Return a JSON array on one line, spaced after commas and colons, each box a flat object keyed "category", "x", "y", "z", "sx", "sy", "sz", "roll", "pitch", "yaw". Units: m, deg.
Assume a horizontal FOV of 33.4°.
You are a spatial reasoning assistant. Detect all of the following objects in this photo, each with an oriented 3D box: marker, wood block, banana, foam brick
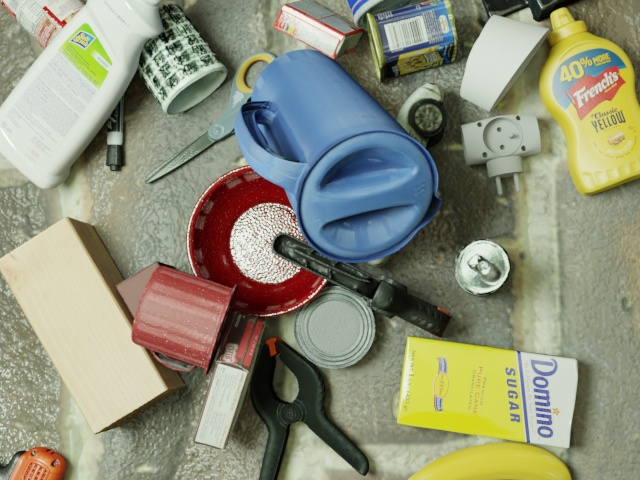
[{"category": "marker", "x": -0.225, "y": -0.136, "z": 1.172, "sx": 0.020, "sy": 0.020, "sz": 0.121, "roll": 0, "pitch": 86, "yaw": 6}, {"category": "wood block", "x": -0.239, "y": 0.089, "z": 1.122, "sx": 0.091, "sy": 0.090, "sz": 0.206, "roll": -32, "pitch": 83, "yaw": 2}, {"category": "banana", "x": 0.170, "y": 0.243, "z": 1.094, "sx": 0.198, "sy": 0.037, "sz": 0.069, "roll": -4, "pitch": 85, "yaw": 6}, {"category": "foam brick", "x": -0.172, "y": 0.058, "z": 1.123, "sx": 0.053, "sy": 0.078, "sz": 0.051, "roll": -32, "pitch": 83, "yaw": 0}]

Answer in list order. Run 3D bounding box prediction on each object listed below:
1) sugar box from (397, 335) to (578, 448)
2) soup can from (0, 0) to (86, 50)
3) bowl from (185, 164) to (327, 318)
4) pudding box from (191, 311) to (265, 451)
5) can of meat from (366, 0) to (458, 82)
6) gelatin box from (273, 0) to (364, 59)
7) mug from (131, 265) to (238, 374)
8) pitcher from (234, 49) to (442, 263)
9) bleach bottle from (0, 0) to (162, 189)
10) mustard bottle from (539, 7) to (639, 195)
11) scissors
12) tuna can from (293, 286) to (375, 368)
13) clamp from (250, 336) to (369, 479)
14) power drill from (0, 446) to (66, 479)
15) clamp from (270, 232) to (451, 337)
[{"category": "sugar box", "x": 0.171, "y": 0.155, "z": 1.097, "sx": 0.176, "sy": 0.048, "sz": 0.093, "roll": 6, "pitch": 86, "yaw": 7}, {"category": "soup can", "x": -0.290, "y": -0.244, "z": 1.162, "sx": 0.068, "sy": 0.068, "sz": 0.102, "roll": -44, "pitch": 83, "yaw": 1}, {"category": "bowl", "x": -0.057, "y": 0.001, "z": 1.126, "sx": 0.162, "sy": 0.055, "sz": 0.162, "roll": 0, "pitch": 86, "yaw": 6}, {"category": "pudding box", "x": -0.093, "y": 0.142, "z": 1.081, "sx": 0.039, "sy": 0.090, "sz": 0.114, "roll": 17, "pitch": 120, "yaw": 1}, {"category": "can of meat", "x": 0.095, "y": -0.208, "z": 1.104, "sx": 0.084, "sy": 0.102, "sz": 0.057, "roll": -14, "pitch": 84, "yaw": 3}, {"category": "gelatin box", "x": 0.000, "y": -0.222, "z": 1.120, "sx": 0.073, "sy": 0.089, "sz": 0.030, "roll": 29, "pitch": 111, "yaw": 7}, {"category": "mug", "x": -0.136, "y": 0.082, "z": 1.047, "sx": 0.081, "sy": 0.093, "sz": 0.117, "roll": 19, "pitch": 131, "yaw": 0}, {"category": "pitcher", "x": 0.001, "y": -0.097, "z": 1.027, "sx": 0.145, "sy": 0.243, "sz": 0.149, "roll": -29, "pitch": 125, "yaw": -1}, {"category": "bleach bottle", "x": -0.238, "y": -0.171, "z": 1.103, "sx": 0.102, "sy": 0.068, "sz": 0.251, "roll": 43, "pitch": 113, "yaw": -8}, {"category": "mustard bottle", "x": 0.280, "y": -0.150, "z": 1.101, "sx": 0.096, "sy": 0.058, "sz": 0.191, "roll": -20, "pitch": 84, "yaw": 3}, {"category": "scissors", "x": -0.111, "y": -0.139, "z": 1.162, "sx": 0.202, "sy": 0.016, "sz": 0.096, "roll": -19, "pitch": 83, "yaw": 4}, {"category": "tuna can", "x": 0.016, "y": 0.091, "z": 1.123, "sx": 0.086, "sy": 0.033, "sz": 0.086, "roll": 0, "pitch": 86, "yaw": 6}, {"category": "clamp", "x": -0.035, "y": 0.189, "z": 1.120, "sx": 0.120, "sy": 0.039, "sz": 0.171, "roll": -25, "pitch": 81, "yaw": -2}, {"category": "power drill", "x": -0.386, "y": 0.279, "z": 1.141, "sx": 0.187, "sy": 0.057, "sz": 0.184, "roll": 25, "pitch": 85, "yaw": 4}, {"category": "clamp", "x": 0.056, "y": 0.051, "z": 1.059, "sx": 0.165, "sy": 0.209, "sz": 0.036, "roll": 27, "pitch": 90, "yaw": 39}]
